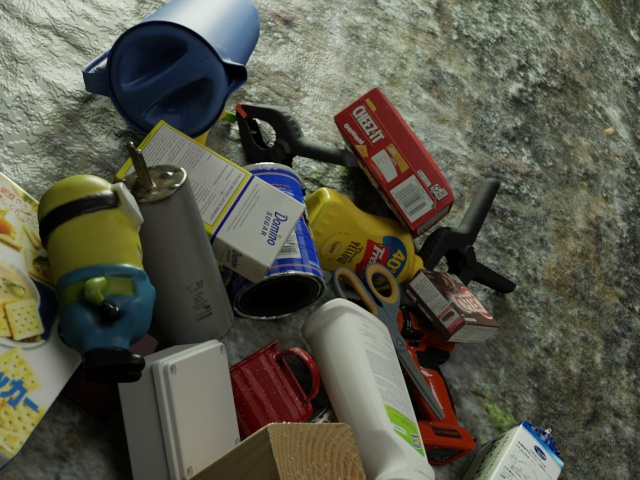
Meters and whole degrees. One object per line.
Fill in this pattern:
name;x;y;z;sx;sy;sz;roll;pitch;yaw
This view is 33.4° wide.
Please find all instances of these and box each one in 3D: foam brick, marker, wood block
foam brick;-0.194;0.115;0.980;0.053;0.051;0.078;38;40;-15
marker;-0.055;-0.103;1.318;0.121;0.020;0.020;54;39;5
wood block;-0.060;0.233;0.890;0.090;0.206;0.090;8;54;-40

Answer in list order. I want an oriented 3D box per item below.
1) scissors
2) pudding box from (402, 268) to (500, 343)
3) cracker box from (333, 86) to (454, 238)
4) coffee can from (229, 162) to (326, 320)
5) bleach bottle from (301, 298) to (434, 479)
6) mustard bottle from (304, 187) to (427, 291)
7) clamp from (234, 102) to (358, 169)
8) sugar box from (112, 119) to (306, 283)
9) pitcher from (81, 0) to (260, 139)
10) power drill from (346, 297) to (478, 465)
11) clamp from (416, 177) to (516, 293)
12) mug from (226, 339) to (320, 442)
scissors;0.091;0.103;1.206;0.202;0.016;0.096;48;45;4
pudding box;0.158;0.080;1.286;0.090;0.039;0.113;50;21;25
cracker box;0.095;-0.091;1.327;0.164;0.072;0.213;55;3;5
coffee can;-0.058;0.001;1.163;0.102;0.103;0.140;11;52;-38
bleach bottle;0.054;0.177;1.060;0.102;0.068;0.251;32;27;-37
mustard bottle;0.053;0.012;1.267;0.191;0.096;0.058;24;26;-31
clamp;-0.044;-0.095;1.278;0.172;0.120;0.039;40;18;23
sugar box;-0.113;-0.039;1.076;0.176;0.048;0.093;33;54;-3
pitcher;-0.154;-0.216;1.215;0.149;0.145;0.242;37;26;-10
power drill;0.099;0.157;1.225;0.184;0.057;0.187;16;50;-36
clamp;0.187;0.009;1.409;0.209;0.036;0.164;-15;101;-44
mug;-0.051;0.149;1.045;0.081;0.117;0.093;59;19;3
